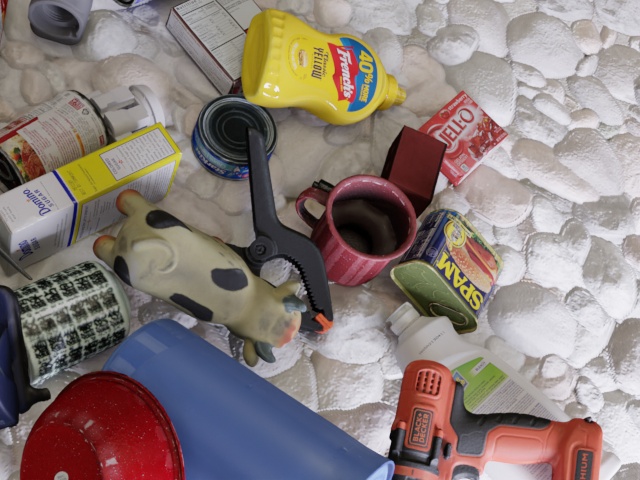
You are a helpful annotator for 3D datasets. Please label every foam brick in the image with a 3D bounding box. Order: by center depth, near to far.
[{"bbox_3d":[0.094,-0.070,1.123,0.051,0.053,0.078,22,59,-7],"label":"foam brick"}]

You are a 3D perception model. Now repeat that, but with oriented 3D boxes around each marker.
[{"bbox_3d":[0.047,-0.034,1.109,0.121,0.020,0.020,23,60,-6],"label":"marker"}]

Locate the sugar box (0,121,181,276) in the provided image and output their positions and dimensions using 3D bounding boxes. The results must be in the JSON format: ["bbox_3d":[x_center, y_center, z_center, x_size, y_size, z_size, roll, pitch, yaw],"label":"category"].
[{"bbox_3d":[-0.217,-0.039,0.981,0.176,0.093,0.048,-27,75,-28],"label":"sugar box"}]

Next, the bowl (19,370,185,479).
[{"bbox_3d":[-0.185,0.185,0.840,0.055,0.162,0.162,2,57,-57],"label":"bowl"}]

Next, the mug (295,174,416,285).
[{"bbox_3d":[0.027,-0.012,1.055,0.117,0.082,0.093,28,59,-4],"label":"mug"}]

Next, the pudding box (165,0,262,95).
[{"bbox_3d":[-0.096,-0.216,1.142,0.089,0.039,0.113,-34,77,-29],"label":"pudding box"}]

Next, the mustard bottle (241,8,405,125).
[{"bbox_3d":[0.011,-0.173,1.127,0.191,0.058,0.096,11,78,-34],"label":"mustard bottle"}]

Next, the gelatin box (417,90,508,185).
[{"bbox_3d":[0.153,-0.113,1.177,0.073,0.030,0.089,45,59,7],"label":"gelatin box"}]

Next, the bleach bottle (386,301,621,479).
[{"bbox_3d":[0.164,0.155,1.030,0.102,0.068,0.251,-38,78,-27],"label":"bleach bottle"}]

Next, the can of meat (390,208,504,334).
[{"bbox_3d":[0.130,0.030,1.071,0.102,0.058,0.083,48,53,-20],"label":"can of meat"}]

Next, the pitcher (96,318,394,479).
[{"bbox_3d":[-0.064,0.169,0.891,0.243,0.149,0.145,34,70,20],"label":"pitcher"}]

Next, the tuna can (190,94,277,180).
[{"bbox_3d":[-0.087,-0.106,1.092,0.086,0.034,0.086,8,63,-15],"label":"tuna can"}]

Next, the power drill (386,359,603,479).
[{"bbox_3d":[0.148,0.209,0.944,0.187,0.057,0.184,12,71,2],"label":"power drill"}]

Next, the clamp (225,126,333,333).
[{"bbox_3d":[-0.057,0.001,1.032,0.210,0.036,0.164,41,78,2],"label":"clamp"}]

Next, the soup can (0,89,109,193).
[{"bbox_3d":[-0.259,-0.090,1.007,0.068,0.069,0.102,47,59,7],"label":"soup can"}]
